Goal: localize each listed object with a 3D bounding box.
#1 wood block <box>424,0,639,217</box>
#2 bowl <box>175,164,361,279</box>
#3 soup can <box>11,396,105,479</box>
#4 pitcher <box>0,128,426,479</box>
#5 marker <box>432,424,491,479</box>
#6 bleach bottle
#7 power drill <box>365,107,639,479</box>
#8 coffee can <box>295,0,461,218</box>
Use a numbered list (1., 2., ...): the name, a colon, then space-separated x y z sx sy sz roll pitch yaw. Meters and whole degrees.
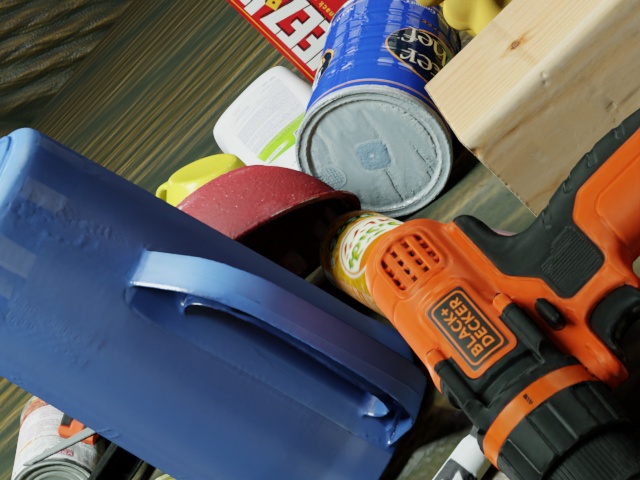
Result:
1. wood block: 0.165 -0.111 0.554 0.206 0.090 0.091 -43 24 14
2. bowl: -0.054 0.001 0.685 0.162 0.055 0.162 -32 -16 -11
3. soup can: -0.200 0.167 0.818 0.068 0.068 0.102 -45 23 11
4. pitcher: -0.073 0.046 0.542 0.149 0.242 0.145 -50 25 15
5. marker: 0.054 0.119 0.485 0.121 0.020 0.020 -52 22 -7
6. bleach bottle: -0.022 -0.068 0.873 0.102 0.068 0.251 -46 25 8
7. power drill: 0.129 0.016 0.410 0.187 0.057 0.185 -40 54 1
8. coffee can: 0.044 -0.097 0.740 0.103 0.102 0.140 -34 26 32
